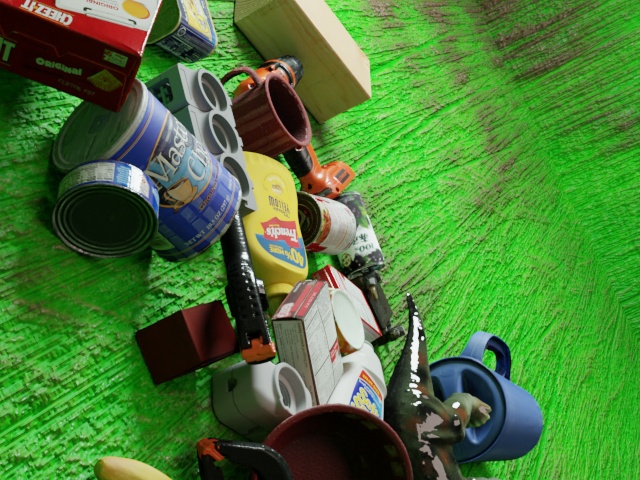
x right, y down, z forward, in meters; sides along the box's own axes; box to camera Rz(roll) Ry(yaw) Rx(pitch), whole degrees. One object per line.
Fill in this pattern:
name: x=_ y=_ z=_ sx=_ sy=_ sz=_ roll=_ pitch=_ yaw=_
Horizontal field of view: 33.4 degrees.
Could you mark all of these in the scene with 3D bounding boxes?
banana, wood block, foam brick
banana: x=-0.106 y=0.238 z=0.827 sx=0.198 sy=0.037 sz=0.069 roll=61 pitch=22 yaw=-9
wood block: x=-0.022 y=-0.272 z=1.464 sx=0.206 sy=0.090 sz=0.091 roll=47 pitch=29 yaw=-38
foam brick: x=-0.116 y=0.089 z=0.939 sx=0.051 sy=0.053 sz=0.078 roll=67 pitch=22 yaw=5

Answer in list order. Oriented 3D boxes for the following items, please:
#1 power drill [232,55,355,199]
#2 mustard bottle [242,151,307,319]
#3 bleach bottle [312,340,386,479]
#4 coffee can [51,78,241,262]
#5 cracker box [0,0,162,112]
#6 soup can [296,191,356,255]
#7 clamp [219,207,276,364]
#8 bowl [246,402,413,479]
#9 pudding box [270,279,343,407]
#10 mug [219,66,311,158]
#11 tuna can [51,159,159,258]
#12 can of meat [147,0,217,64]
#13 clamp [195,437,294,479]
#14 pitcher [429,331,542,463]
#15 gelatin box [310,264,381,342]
power drill: x=-0.029 y=-0.142 z=1.362 sx=0.187 sy=0.057 sz=0.184 roll=58 pitch=27 yaw=-10
mustard bottle: x=-0.057 y=0.001 z=1.147 sx=0.096 sy=0.058 sz=0.191 roll=25 pitch=45 yaw=-45
bleach bottle: x=0.027 y=0.180 z=1.148 sx=0.102 sy=0.068 sz=0.250 roll=57 pitch=22 yaw=-20
coffee can: x=-0.152 y=-0.061 z=0.947 sx=0.140 sy=0.103 sz=0.103 roll=46 pitch=29 yaw=-38
cracker box: x=-0.219 y=-0.216 z=0.914 sx=0.164 sy=0.072 sz=0.213 roll=20 pitch=39 yaw=-12
soup can: x=-0.007 y=-0.019 z=1.267 sx=0.102 sy=0.069 sz=0.068 roll=11 pitch=57 yaw=-63
clamp: x=-0.070 y=0.041 z=0.974 sx=0.210 sy=0.036 sz=0.164 roll=-112 pitch=-172 yaw=-69
bowl: x=0.002 y=0.227 z=0.981 sx=0.162 sy=0.162 sz=0.055 roll=61 pitch=-17 yaw=-9
pudding box: x=-0.013 y=0.108 z=1.078 sx=0.090 sy=0.039 sz=0.113 roll=-53 pitch=135 yaw=-62
mug: x=-0.075 y=-0.143 z=1.226 sx=0.117 sy=0.082 sz=0.093 roll=57 pitch=24 yaw=-18
tuna can: x=-0.176 y=-0.026 z=0.881 sx=0.086 sy=0.086 sz=0.034 roll=46 pitch=28 yaw=-38
can of meat: x=-0.163 y=-0.254 z=1.180 sx=0.083 sy=0.057 sz=0.102 roll=22 pitch=48 yaw=-62
clamp: x=-0.036 y=0.226 z=0.919 sx=0.120 sy=0.039 sz=0.171 roll=-39 pitch=107 yaw=-23
pitcher: x=0.220 y=0.225 z=1.426 sx=0.242 sy=0.149 sz=0.145 roll=26 pitch=32 yaw=-61
gelatin box: x=0.031 y=0.078 z=1.278 sx=0.089 sy=0.030 sz=0.073 roll=40 pitch=19 yaw=-49
